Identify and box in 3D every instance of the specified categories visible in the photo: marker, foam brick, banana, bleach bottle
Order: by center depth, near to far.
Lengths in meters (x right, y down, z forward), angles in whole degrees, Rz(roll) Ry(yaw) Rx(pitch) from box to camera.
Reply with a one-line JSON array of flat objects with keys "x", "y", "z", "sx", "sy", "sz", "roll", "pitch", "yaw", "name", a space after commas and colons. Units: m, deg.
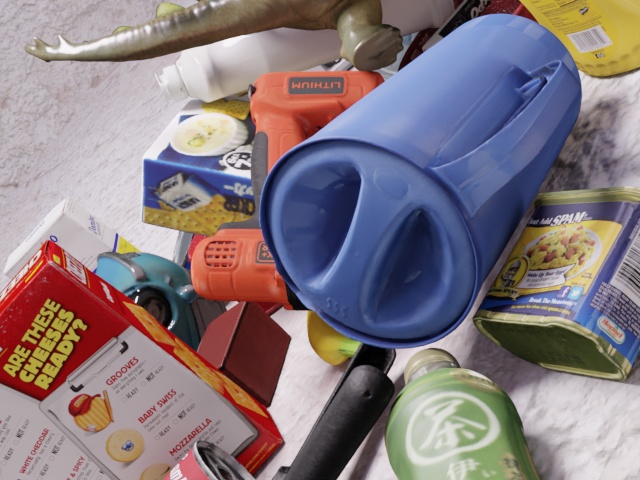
[{"x": 0.026, "y": 0.029, "z": 0.813, "sx": 0.070, "sy": 0.037, "sz": 0.197, "roll": -16, "pitch": 36, "yaw": 27, "name": "banana"}, {"x": -0.066, "y": 0.097, "z": 0.850, "sx": 0.053, "sy": 0.051, "sz": 0.078, "roll": -34, "pitch": 25, "yaw": 36, "name": "foam brick"}, {"x": 0.128, "y": -0.194, "z": 0.860, "sx": 0.121, "sy": 0.020, "sz": 0.020, "roll": -49, "pitch": 21, "yaw": -2, "name": "marker"}, {"x": -0.019, "y": -0.175, "z": 0.911, "sx": 0.250, "sy": 0.068, "sz": 0.103, "roll": -23, "pitch": 20, "yaw": -5, "name": "bleach bottle"}]

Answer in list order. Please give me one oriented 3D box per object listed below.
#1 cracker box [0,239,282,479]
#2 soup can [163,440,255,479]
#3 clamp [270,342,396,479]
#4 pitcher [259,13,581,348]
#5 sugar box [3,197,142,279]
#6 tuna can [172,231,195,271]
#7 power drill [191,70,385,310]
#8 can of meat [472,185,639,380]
[{"x": -0.160, "y": 0.129, "z": 0.751, "sx": 0.164, "sy": 0.213, "sz": 0.072, "roll": -48, "pitch": 21, "yaw": 1, "name": "cracker box"}, {"x": -0.091, "y": 0.193, "z": 0.708, "sx": 0.102, "sy": 0.068, "sz": 0.068, "roll": -48, "pitch": 21, "yaw": 3, "name": "soup can"}, {"x": -0.011, "y": 0.147, "z": 0.635, "sx": 0.210, "sy": 0.036, "sz": 0.164, "roll": -60, "pitch": -4, "yaw": 10, "name": "clamp"}, {"x": 0.084, "y": -0.056, "z": 0.655, "sx": 0.149, "sy": 0.145, "sz": 0.242, "roll": 16, "pitch": 37, "yaw": 24, "name": "pitcher"}, {"x": -0.211, "y": 0.045, "z": 1.052, "sx": 0.093, "sy": 0.176, "sz": 0.048, "roll": -43, "pitch": 21, "yaw": 16, "name": "sugar box"}, {"x": -0.115, "y": 0.000, "z": 1.028, "sx": 0.086, "sy": 0.033, "sz": 0.086, "roll": -163, "pitch": 90, "yaw": -75, "name": "tuna can"}, {"x": 0.008, "y": -0.037, "z": 0.770, "sx": 0.184, "sy": 0.057, "sz": 0.187, "roll": 1, "pitch": 56, "yaw": 8, "name": "power drill"}, {"x": 0.139, "y": 0.023, "z": 0.567, "sx": 0.084, "sy": 0.057, "sz": 0.102, "roll": -57, "pitch": 22, "yaw": -16, "name": "can of meat"}]
